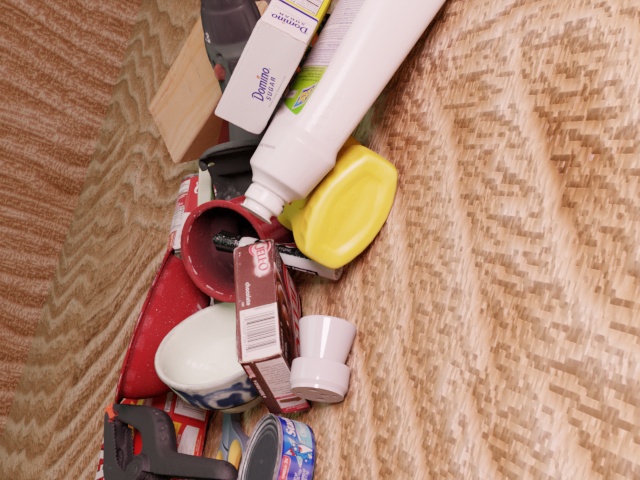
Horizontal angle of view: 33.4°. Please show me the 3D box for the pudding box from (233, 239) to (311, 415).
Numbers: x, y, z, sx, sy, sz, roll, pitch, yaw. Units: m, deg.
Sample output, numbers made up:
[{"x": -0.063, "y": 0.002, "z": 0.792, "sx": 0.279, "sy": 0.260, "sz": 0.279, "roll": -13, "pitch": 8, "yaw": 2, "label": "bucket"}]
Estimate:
[{"x": -0.038, "y": 0.070, "z": 0.856, "sx": 0.090, "sy": 0.039, "sz": 0.113, "roll": 66, "pitch": -164, "yaw": -50, "label": "pudding box"}]

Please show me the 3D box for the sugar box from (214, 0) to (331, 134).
[{"x": -0.027, "y": -0.167, "z": 0.855, "sx": 0.093, "sy": 0.048, "sz": 0.176, "roll": -58, "pitch": 10, "yaw": 37, "label": "sugar box"}]

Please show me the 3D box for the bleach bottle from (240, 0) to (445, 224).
[{"x": 0.014, "y": -0.126, "z": 0.830, "sx": 0.251, "sy": 0.068, "sz": 0.103, "roll": -58, "pitch": 18, "yaw": -6, "label": "bleach bottle"}]

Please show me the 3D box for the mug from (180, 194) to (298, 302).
[{"x": -0.056, "y": 0.001, "z": 0.966, "sx": 0.081, "sy": 0.117, "sz": 0.093, "roll": -26, "pitch": -68, "yaw": -58, "label": "mug"}]

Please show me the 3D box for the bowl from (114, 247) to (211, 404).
[{"x": -0.147, "y": 0.091, "z": 1.041, "sx": 0.162, "sy": 0.055, "sz": 0.162, "roll": -164, "pitch": 93, "yaw": -88, "label": "bowl"}]

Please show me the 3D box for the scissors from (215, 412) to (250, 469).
[{"x": -0.077, "y": 0.164, "z": 0.996, "sx": 0.096, "sy": 0.016, "sz": 0.201, "roll": -40, "pitch": 37, "yaw": 55, "label": "scissors"}]

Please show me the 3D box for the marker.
[{"x": -0.038, "y": 0.011, "z": 0.898, "sx": 0.020, "sy": 0.121, "sz": 0.020, "roll": -39, "pitch": -45, "yaw": -52, "label": "marker"}]

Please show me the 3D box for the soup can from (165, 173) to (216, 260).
[{"x": -0.142, "y": -0.019, "z": 1.266, "sx": 0.069, "sy": 0.068, "sz": 0.102, "roll": 141, "pitch": 142, "yaw": -58, "label": "soup can"}]

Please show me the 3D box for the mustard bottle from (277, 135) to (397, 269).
[{"x": 0.002, "y": -0.047, "z": 0.901, "sx": 0.096, "sy": 0.058, "sz": 0.192, "roll": -59, "pitch": 20, "yaw": 7, "label": "mustard bottle"}]

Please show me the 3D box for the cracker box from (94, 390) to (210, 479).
[{"x": -0.190, "y": 0.242, "z": 1.156, "sx": 0.214, "sy": 0.072, "sz": 0.164, "roll": 138, "pitch": 146, "yaw": -56, "label": "cracker box"}]

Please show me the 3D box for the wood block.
[{"x": -0.122, "y": -0.186, "z": 1.285, "sx": 0.090, "sy": 0.090, "sz": 0.206, "roll": 64, "pitch": 146, "yaw": 13, "label": "wood block"}]

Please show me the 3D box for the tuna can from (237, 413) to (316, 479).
[{"x": -0.035, "y": 0.181, "z": 0.836, "sx": 0.086, "sy": 0.033, "sz": 0.086, "roll": -162, "pitch": 90, "yaw": -71, "label": "tuna can"}]

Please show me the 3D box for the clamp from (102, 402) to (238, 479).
[{"x": -0.153, "y": 0.213, "z": 0.995, "sx": 0.165, "sy": 0.036, "sz": 0.210, "roll": -50, "pitch": 40, "yaw": 15, "label": "clamp"}]
